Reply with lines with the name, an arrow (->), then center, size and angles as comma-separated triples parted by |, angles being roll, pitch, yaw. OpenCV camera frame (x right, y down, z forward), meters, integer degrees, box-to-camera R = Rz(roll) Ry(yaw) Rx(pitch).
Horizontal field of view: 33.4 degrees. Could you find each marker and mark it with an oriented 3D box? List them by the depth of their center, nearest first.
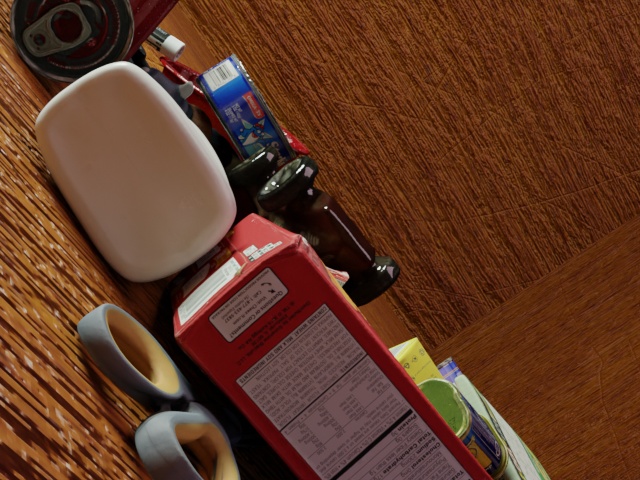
marker -> -0.174, -0.200, 0.948 | 0.121, 0.020, 0.020 | 35, 3, 1

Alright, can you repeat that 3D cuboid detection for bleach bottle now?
bleach bottle -> -0.085, -0.034, 0.605 | 0.102, 0.068, 0.251 | 57, 1, 0

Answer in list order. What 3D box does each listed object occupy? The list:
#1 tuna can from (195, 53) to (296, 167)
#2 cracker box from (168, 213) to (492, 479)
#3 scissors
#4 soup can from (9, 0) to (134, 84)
tuna can -> -0.053, -0.087, 0.759 | 0.086, 0.034, 0.086 | 59, -1, 1
cracker box -> 0.019, 0.089, 0.520 | 0.213, 0.072, 0.164 | 50, -4, -9
scissors -> -0.055, 0.065, 0.454 | 0.096, 0.016, 0.202 | 55, 1, 1
soup can -> -0.148, -0.139, 0.638 | 0.068, 0.068, 0.102 | 55, 3, -26
